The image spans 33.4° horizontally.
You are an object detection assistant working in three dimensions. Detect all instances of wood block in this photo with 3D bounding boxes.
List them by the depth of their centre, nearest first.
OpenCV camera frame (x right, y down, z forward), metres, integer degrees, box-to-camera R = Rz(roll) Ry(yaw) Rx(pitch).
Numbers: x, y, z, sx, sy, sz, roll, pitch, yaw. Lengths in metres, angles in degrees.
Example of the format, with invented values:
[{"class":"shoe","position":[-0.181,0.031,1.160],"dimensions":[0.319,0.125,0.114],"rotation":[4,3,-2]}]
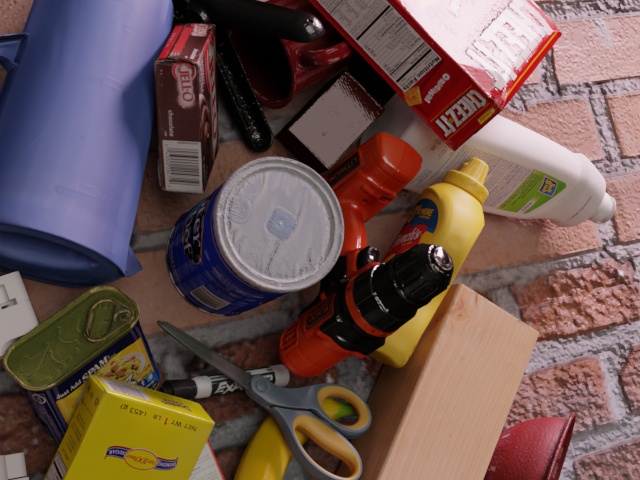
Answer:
[{"class":"wood block","position":[0.094,0.152,0.909],"dimensions":[0.090,0.090,0.206],"rotation":[31,68,-14]}]

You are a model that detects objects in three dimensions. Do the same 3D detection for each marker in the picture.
[{"class":"marker","position":[-0.077,0.116,0.864],"dimensions":[0.120,0.020,0.020],"rotation":[-3,79,-41]}]

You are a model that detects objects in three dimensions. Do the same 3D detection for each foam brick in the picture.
[{"class":"foam brick","position":[0.009,-0.103,0.939],"dimensions":[0.051,0.053,0.078],"rotation":[45,79,-8]}]

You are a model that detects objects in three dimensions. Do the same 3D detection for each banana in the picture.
[{"class":"banana","position":[-0.032,0.185,0.852],"dimensions":[0.070,0.037,0.197],"rotation":[17,46,18]}]

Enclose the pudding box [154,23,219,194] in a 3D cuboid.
[{"class":"pudding box","position":[-0.104,-0.106,0.850],"dimensions":[0.039,0.090,0.113],"rotation":[5,120,2]}]

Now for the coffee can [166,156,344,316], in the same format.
[{"class":"coffee can","position":[-0.056,0.001,0.849],"dimensions":[0.102,0.140,0.103],"rotation":[5,77,-22]}]

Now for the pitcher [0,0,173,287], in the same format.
[{"class":"pitcher","position":[-0.198,-0.096,0.817],"dimensions":[0.145,0.149,0.243],"rotation":[6,70,11]}]

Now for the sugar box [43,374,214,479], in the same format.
[{"class":"sugar box","position":[-0.156,0.192,0.775],"dimensions":[0.093,0.048,0.176],"rotation":[22,92,-29]}]

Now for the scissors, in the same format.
[{"class":"scissors","position":[-0.034,0.115,0.868],"dimensions":[0.202,0.016,0.096],"rotation":[46,44,4]}]

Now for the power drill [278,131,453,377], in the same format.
[{"class":"power drill","position":[0.040,0.003,0.861],"dimensions":[0.057,0.185,0.187],"rotation":[32,44,-24]}]

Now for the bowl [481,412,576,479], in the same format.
[{"class":"bowl","position":[0.168,0.215,0.914],"dimensions":[0.055,0.162,0.162],"rotation":[18,68,18]}]

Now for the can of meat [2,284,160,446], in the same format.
[{"class":"can of meat","position":[-0.175,0.098,0.803],"dimensions":[0.102,0.058,0.084],"rotation":[-38,139,-25]}]

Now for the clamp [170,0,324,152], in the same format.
[{"class":"clamp","position":[-0.086,-0.189,0.882],"dimensions":[0.210,0.165,0.036],"rotation":[49,55,4]}]

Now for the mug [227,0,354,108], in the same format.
[{"class":"mug","position":[-0.017,-0.171,0.921],"dimensions":[0.081,0.117,0.093],"rotation":[-32,120,-30]}]

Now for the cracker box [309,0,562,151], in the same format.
[{"class":"cracker box","position":[0.092,-0.205,0.909],"dimensions":[0.213,0.072,0.164],"rotation":[45,45,-4]}]

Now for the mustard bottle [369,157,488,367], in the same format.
[{"class":"mustard bottle","position":[0.089,0.013,0.911],"dimensions":[0.058,0.096,0.191],"rotation":[33,82,-12]}]

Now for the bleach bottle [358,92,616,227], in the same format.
[{"class":"bleach bottle","position":[0.166,-0.062,0.991],"dimensions":[0.250,0.103,0.068],"rotation":[19,46,-25]}]
